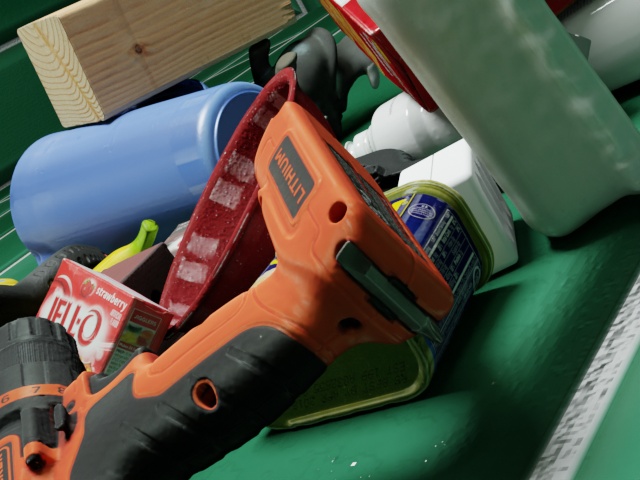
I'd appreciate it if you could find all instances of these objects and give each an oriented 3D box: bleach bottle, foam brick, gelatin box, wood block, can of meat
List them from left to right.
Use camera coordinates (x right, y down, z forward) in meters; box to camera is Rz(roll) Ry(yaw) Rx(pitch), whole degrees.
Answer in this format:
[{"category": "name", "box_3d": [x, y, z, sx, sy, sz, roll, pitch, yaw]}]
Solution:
[{"category": "gelatin box", "box_3d": [-0.122, 0.055, 0.556, 0.089, 0.030, 0.073, 21, 84, 51]}, {"category": "foam brick", "box_3d": [-0.116, 0.045, 0.644, 0.051, 0.053, 0.078, -23, 16, 25]}, {"category": "wood block", "box_3d": [-0.134, -0.182, 0.906, 0.205, 0.091, 0.090, -33, 20, -30]}, {"category": "can of meat", "box_3d": [0.012, 0.028, 0.444, 0.102, 0.057, 0.083, -21, 19, 34]}, {"category": "bleach bottle", "box_3d": [0.128, -0.105, 0.669, 0.251, 0.068, 0.102, -25, 14, 27]}]

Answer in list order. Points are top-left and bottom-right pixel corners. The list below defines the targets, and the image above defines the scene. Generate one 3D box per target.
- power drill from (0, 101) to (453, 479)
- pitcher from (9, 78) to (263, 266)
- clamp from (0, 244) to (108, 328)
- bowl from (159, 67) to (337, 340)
[{"category": "power drill", "box_3d": [-0.053, 0.040, 0.384, 0.188, 0.057, 0.184, -44, 33, 9]}, {"category": "pitcher", "box_3d": [-0.129, -0.057, 0.863, 0.243, 0.149, 0.144, -12, 5, 42]}, {"category": "clamp", "box_3d": [-0.216, 0.062, 0.749, 0.165, 0.036, 0.209, -53, -7, 27]}, {"category": "bowl", "box_3d": [-0.031, -0.010, 0.580, 0.162, 0.055, 0.162, -57, 16, 27]}]
